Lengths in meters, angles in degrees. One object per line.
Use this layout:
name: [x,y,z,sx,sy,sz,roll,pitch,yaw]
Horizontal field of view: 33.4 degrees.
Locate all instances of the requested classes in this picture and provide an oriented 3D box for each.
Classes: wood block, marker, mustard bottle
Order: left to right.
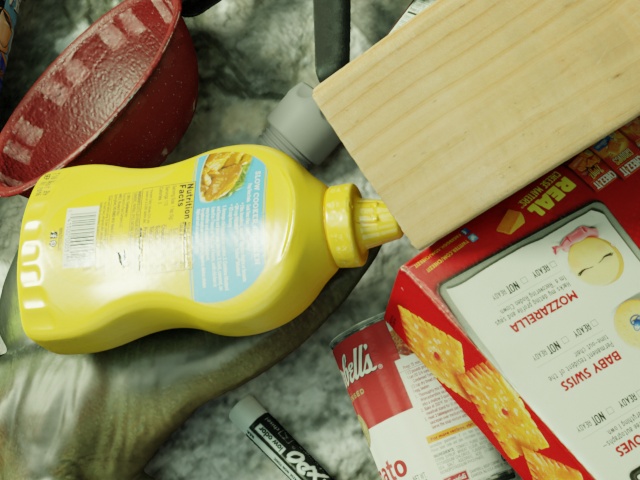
mustard bottle: [-0.053,0.001,0.534,0.192,0.058,0.096,-7,64,15]
marker: [-0.005,0.135,0.607,0.121,0.020,0.020,42,94,20]
wood block: [0.111,-0.093,0.485,0.206,0.090,0.090,-33,93,22]

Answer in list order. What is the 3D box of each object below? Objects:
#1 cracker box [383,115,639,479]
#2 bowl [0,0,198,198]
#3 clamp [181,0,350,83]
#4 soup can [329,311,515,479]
cracker box: [0.161,0.059,0.512,0.164,0.072,0.214,-34,71,-20]
bowl: [-0.126,-0.076,0.642,0.162,0.055,0.162,-32,34,24]
clamp: [-0.013,-0.185,0.634,0.120,0.039,0.171,21,88,14]
soup can: [0.054,0.090,0.571,0.068,0.068,0.102,-25,74,11]
